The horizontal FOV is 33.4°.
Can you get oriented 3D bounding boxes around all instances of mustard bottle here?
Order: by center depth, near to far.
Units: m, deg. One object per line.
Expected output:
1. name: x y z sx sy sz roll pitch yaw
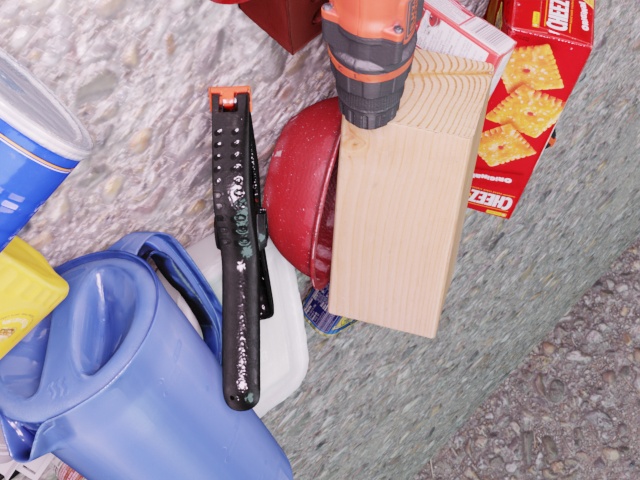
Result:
1. mustard bottle: -0.243 0.076 0.640 0.191 0.058 0.096 -45 165 -2

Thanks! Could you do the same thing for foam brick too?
1. foam brick: -0.017 -0.162 0.636 0.053 0.051 0.078 -41 160 -15

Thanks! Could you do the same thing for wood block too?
1. wood block: 0.064 -0.033 0.802 0.206 0.091 0.090 93 15 -45

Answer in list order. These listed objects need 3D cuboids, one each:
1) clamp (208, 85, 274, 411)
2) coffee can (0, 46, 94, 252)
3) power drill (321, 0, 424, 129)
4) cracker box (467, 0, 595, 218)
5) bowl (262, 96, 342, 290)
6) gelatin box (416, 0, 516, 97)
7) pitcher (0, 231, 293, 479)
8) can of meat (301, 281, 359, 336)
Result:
1. clamp: -0.055 0.001 0.735 0.164 0.036 0.210 -90 177 -64
2. coffee can: -0.188 -0.024 0.487 0.140 0.103 0.102 -48 160 6
3. power drill: 0.057 -0.177 0.642 0.184 0.057 0.187 91 20 -64
4. cracker box: 0.164 -0.149 0.899 0.214 0.072 0.164 106 -2 -54
5. bowl: -0.005 -0.046 0.829 0.162 0.055 0.162 15 90 -80
6. gelatin box: 0.092 -0.139 0.793 0.030 0.089 0.073 -38 159 -39
7. pitcher: -0.111 0.120 0.758 0.149 0.145 0.242 -33 132 0
8. can of meat: 0.035 0.049 1.152 0.101 0.057 0.084 -24 153 -46
